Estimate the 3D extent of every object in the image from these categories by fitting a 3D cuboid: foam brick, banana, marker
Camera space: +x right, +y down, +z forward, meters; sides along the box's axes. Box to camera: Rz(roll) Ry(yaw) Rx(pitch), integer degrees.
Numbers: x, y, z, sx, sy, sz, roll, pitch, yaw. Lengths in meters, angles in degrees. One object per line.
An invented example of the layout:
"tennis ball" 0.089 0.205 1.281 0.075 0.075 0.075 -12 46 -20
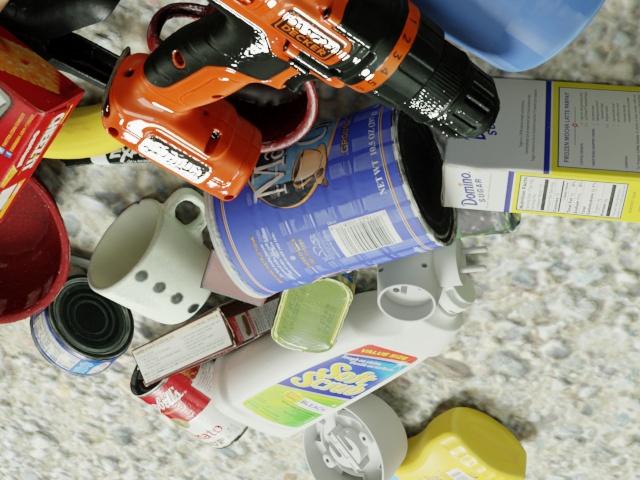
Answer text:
"foam brick" -0.055 0.001 0.818 0.051 0.078 0.053 17 140 -6
"banana" -0.206 -0.093 0.787 0.198 0.037 0.069 1 113 10
"marker" -0.142 -0.068 0.808 0.121 0.020 0.020 -2 136 16

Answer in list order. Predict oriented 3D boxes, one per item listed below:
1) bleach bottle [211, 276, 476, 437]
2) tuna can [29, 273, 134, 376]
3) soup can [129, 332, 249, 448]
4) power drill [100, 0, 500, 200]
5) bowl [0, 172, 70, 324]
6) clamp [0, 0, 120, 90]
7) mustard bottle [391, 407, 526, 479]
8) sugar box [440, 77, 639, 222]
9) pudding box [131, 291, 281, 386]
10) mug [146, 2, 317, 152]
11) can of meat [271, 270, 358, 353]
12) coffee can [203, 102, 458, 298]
"bleach bottle" 0.022 0.088 0.903 0.102 0.068 0.251 30 134 -30
"tuna can" -0.205 0.072 0.925 0.086 0.086 0.034 33 132 -21
"soup can" -0.116 0.140 0.989 0.069 0.068 0.102 -27 125 35
"power drill" -0.021 -0.086 0.585 0.184 0.057 0.188 32 144 -25
"bowl" -0.269 -0.015 0.851 0.162 0.055 0.162 4 120 7
"clamp" -0.179 -0.132 0.715 0.172 0.039 0.120 13 151 28
"mustard bottle" 0.103 0.231 1.040 0.096 0.058 0.192 33 134 -19
"sugar box" 0.169 -0.058 0.688 0.176 0.093 0.048 4 137 11
"pudding box" -0.090 0.079 0.901 0.114 0.089 0.039 -29 86 34
"mug" -0.053 -0.120 0.682 0.117 0.081 0.093 16 138 -4
"can of meat" -0.001 0.026 0.826 0.057 0.084 0.102 15 138 -2
"coffee can" 0.008 -0.027 0.714 0.140 0.102 0.102 -16 131 23
